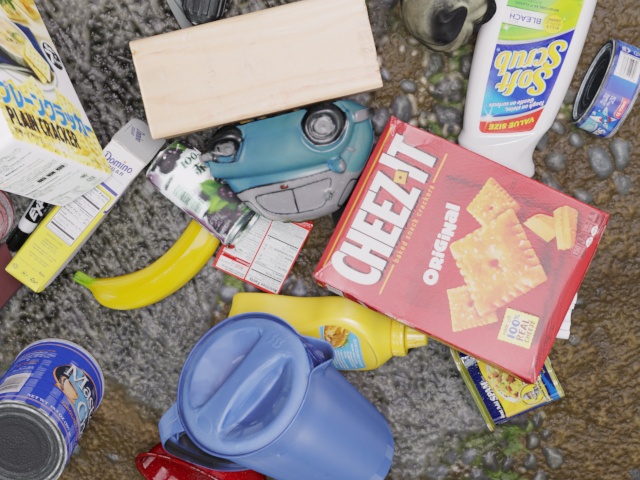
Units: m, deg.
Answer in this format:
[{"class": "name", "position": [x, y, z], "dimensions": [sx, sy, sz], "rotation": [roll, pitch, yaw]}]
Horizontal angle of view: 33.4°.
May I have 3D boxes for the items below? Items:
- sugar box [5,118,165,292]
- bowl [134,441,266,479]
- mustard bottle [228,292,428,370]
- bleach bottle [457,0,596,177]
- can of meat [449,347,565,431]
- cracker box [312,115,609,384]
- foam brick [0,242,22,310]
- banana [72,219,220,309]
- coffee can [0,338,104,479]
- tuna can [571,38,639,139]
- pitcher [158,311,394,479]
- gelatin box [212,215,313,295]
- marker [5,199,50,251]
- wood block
[{"class": "sugar box", "position": [-0.226, -0.036, 1.034], "dimensions": [0.048, 0.093, 0.176], "rotation": [38, 108, -9]}, {"class": "bowl", "position": [-0.112, 0.247, 1.122], "dimensions": [0.162, 0.055, 0.162], "rotation": [22, 150, 13]}, {"class": "mustard bottle", "position": [0.011, 0.092, 1.056], "dimensions": [0.192, 0.058, 0.096], "rotation": [1, 140, 14]}, {"class": "bleach bottle", "position": [0.188, -0.148, 0.976], "dimensions": [0.102, 0.068, 0.251], "rotation": [9, 113, 2]}, {"class": "can of meat", "position": [0.188, 0.129, 1.078], "dimensions": [0.084, 0.057, 0.102], "rotation": [-25, 107, 10]}, {"class": "cracker box", "position": [0.123, 0.009, 0.946], "dimensions": [0.214, 0.072, 0.164], "rotation": [25, 84, 7]}, {"class": "foam brick", "position": [-0.346, 0.043, 1.080], "dimensions": [0.053, 0.078, 0.051], "rotation": [-12, 110, 9]}, {"class": "banana", "position": [-0.158, 0.019, 1.077], "dimensions": [0.198, 0.037, 0.069], "rotation": [-30, 104, 14]}, {"class": "coffee can", "position": [-0.288, 0.175, 1.089], "dimensions": [0.103, 0.140, 0.103], "rotation": [1, 110, 4]}, {"class": "tuna can", "position": [0.259, -0.137, 0.960], "dimensions": [0.033, 0.086, 0.086], "rotation": [22, 110, -2]}, {"class": "pitcher", "position": [-0.030, 0.176, 1.022], "dimensions": [0.149, 0.242, 0.145], "rotation": [15, 72, 33]}, {"class": "gelatin box", "position": [-0.057, 0.001, 1.066], "dimensions": [0.073, 0.030, 0.089], "rotation": [25, 110, -6]}, {"class": "marker", "position": [-0.283, -0.037, 1.077], "dimensions": [0.020, 0.020, 0.121], "rotation": [35, 109, -8]}, {"class": "wood block", "position": [-0.054, -0.157, 0.960], "dimensions": [0.206, 0.091, 0.090], "rotation": [-12, 97, 4]}]
